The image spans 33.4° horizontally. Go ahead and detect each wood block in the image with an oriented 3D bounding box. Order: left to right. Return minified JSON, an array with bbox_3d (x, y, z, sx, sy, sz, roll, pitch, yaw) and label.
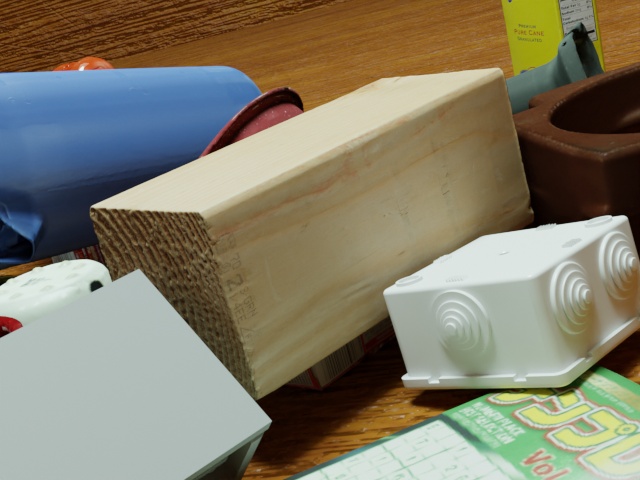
[{"bbox_3d":[0.004,-0.012,0.531,0.205,0.090,0.091,-29,21,-38],"label":"wood block"}]

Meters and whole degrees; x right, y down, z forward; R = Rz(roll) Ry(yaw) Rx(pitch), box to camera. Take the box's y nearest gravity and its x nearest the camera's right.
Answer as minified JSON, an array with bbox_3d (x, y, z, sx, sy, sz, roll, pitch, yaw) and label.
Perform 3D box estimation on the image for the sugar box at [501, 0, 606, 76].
[{"bbox_3d":[0.191,-0.190,0.893,0.048,0.176,0.093,-20,17,-14],"label":"sugar box"}]

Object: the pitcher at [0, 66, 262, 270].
[{"bbox_3d":[-0.161,-0.067,0.758,0.242,0.149,0.145,-14,0,-40],"label":"pitcher"}]

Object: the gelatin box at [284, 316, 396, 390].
[{"bbox_3d":[-0.001,0.046,0.567,0.073,0.030,0.089,-1,22,45],"label":"gelatin box"}]
